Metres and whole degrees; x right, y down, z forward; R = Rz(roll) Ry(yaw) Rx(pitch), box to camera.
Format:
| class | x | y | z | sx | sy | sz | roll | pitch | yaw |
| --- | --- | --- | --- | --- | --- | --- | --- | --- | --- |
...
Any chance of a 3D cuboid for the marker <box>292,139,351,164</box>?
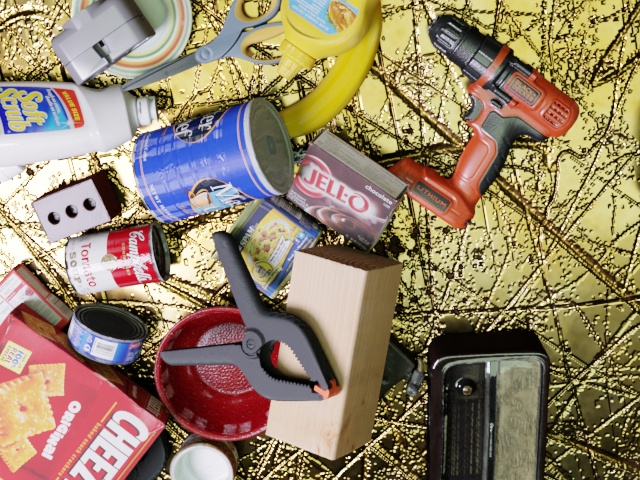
| class | x | y | z | sx | sy | sz | roll | pitch | yaw |
| --- | --- | --- | --- | --- | --- | --- | --- | --- | --- |
| marker | -0.026 | -0.093 | 1.172 | 0.121 | 0.020 | 0.020 | -8 | 104 | 6 |

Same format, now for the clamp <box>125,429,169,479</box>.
| class | x | y | z | sx | sy | sz | roll | pitch | yaw |
| --- | --- | --- | --- | --- | --- | --- | --- | --- | --- |
| clamp | -0.238 | 0.272 | 1.272 | 0.120 | 0.039 | 0.171 | 12 | 99 | -4 |

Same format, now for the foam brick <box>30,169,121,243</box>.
| class | x | y | z | sx | sy | sz | roll | pitch | yaw |
| --- | --- | --- | --- | --- | --- | --- | --- | --- | --- |
| foam brick | -0.270 | -0.038 | 1.187 | 0.078 | 0.051 | 0.053 | -21 | 102 | 9 |

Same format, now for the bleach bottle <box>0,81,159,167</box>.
| class | x | y | z | sx | sy | sz | roll | pitch | yaw |
| --- | --- | --- | --- | --- | --- | --- | --- | --- | --- |
| bleach bottle | -0.302 | -0.133 | 1.152 | 0.251 | 0.068 | 0.102 | -7 | 61 | -2 |

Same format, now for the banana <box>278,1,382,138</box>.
| class | x | y | z | sx | sy | sz | roll | pitch | yaw |
| --- | --- | --- | --- | --- | --- | --- | --- | --- | --- |
| banana | 0.008 | -0.173 | 1.140 | 0.198 | 0.037 | 0.069 | -44 | 98 | 13 |

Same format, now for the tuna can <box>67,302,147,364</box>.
| class | x | y | z | sx | sy | sz | roll | pitch | yaw |
| --- | --- | --- | --- | --- | --- | --- | --- | --- | --- |
| tuna can | -0.241 | 0.105 | 1.204 | 0.086 | 0.086 | 0.034 | 21 | 106 | -2 |

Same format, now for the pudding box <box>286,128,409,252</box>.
| class | x | y | z | sx | sy | sz | roll | pitch | yaw |
| --- | --- | --- | --- | --- | --- | --- | --- | --- | --- |
| pudding box | 0.028 | -0.053 | 1.140 | 0.113 | 0.039 | 0.090 | 33 | 138 | 6 |

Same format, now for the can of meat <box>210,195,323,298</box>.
| class | x | y | z | sx | sy | sz | roll | pitch | yaw |
| --- | --- | --- | --- | --- | --- | --- | --- | --- | --- |
| can of meat | -0.058 | 0.001 | 1.180 | 0.084 | 0.057 | 0.102 | 36 | 104 | -7 |

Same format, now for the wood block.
| class | x | y | z | sx | sy | sz | roll | pitch | yaw |
| --- | --- | --- | --- | --- | --- | --- | --- | --- | --- |
| wood block | 0.015 | 0.116 | 1.149 | 0.091 | 0.090 | 0.206 | 15 | 102 | 29 |

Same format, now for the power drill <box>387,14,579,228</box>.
| class | x | y | z | sx | sy | sz | roll | pitch | yaw |
| --- | --- | --- | --- | --- | --- | --- | --- | --- | --- |
| power drill | 0.152 | -0.122 | 1.133 | 0.184 | 0.057 | 0.188 | 36 | 105 | -2 |

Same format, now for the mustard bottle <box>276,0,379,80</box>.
| class | x | y | z | sx | sy | sz | roll | pitch | yaw |
| --- | --- | --- | --- | --- | --- | --- | --- | --- | --- |
| mustard bottle | 0.015 | -0.249 | 1.095 | 0.096 | 0.058 | 0.192 | 38 | 99 | 18 |

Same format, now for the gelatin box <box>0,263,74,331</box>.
| class | x | y | z | sx | sy | sz | roll | pitch | yaw |
| --- | --- | --- | --- | --- | --- | --- | --- | --- | --- |
| gelatin box | -0.342 | 0.082 | 1.234 | 0.089 | 0.030 | 0.073 | 45 | 104 | -8 |

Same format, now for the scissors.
| class | x | y | z | sx | sy | sz | roll | pitch | yaw |
| --- | --- | --- | --- | --- | --- | --- | --- | --- | --- |
| scissors | -0.118 | -0.218 | 1.133 | 0.201 | 0.016 | 0.096 | -8 | 98 | -4 |

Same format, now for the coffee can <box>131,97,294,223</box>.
| class | x | y | z | sx | sy | sz | roll | pitch | yaw |
| --- | --- | --- | --- | --- | --- | --- | --- | --- | --- |
| coffee can | -0.112 | -0.083 | 1.122 | 0.140 | 0.102 | 0.103 | -13 | 104 | 22 |

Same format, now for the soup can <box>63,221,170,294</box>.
| class | x | y | z | sx | sy | sz | roll | pitch | yaw |
| --- | --- | --- | --- | --- | --- | --- | --- | --- | --- |
| soup can | -0.226 | 0.020 | 1.191 | 0.102 | 0.068 | 0.068 | -9 | 104 | 7 |

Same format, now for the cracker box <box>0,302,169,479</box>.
| class | x | y | z | sx | sy | sz | roll | pitch | yaw |
| --- | --- | --- | --- | --- | --- | --- | --- | --- | --- |
| cracker box | -0.303 | 0.200 | 1.201 | 0.213 | 0.072 | 0.164 | 37 | 95 | -7 |

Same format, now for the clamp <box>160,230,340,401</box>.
| class | x | y | z | sx | sy | sz | roll | pitch | yaw |
| --- | --- | --- | --- | --- | --- | --- | --- | --- | --- |
| clamp | -0.065 | 0.095 | 1.121 | 0.210 | 0.036 | 0.165 | 25 | 106 | 25 |

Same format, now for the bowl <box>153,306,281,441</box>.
| class | x | y | z | sx | sy | sz | roll | pitch | yaw |
| --- | --- | --- | --- | --- | --- | --- | --- | --- | --- |
| bowl | -0.105 | 0.145 | 1.220 | 0.162 | 0.055 | 0.162 | 1 | 104 | 4 |
